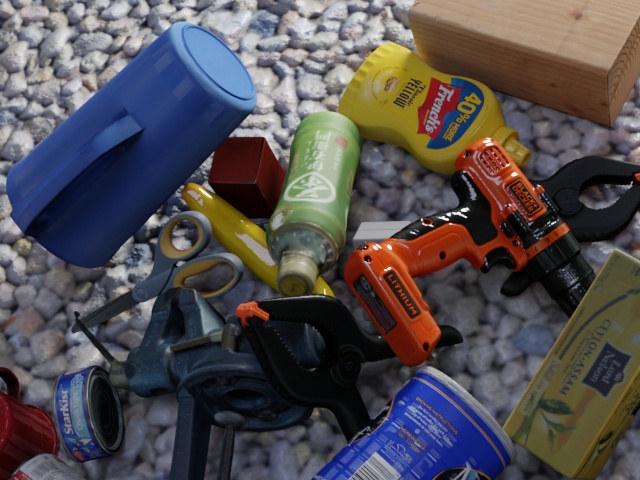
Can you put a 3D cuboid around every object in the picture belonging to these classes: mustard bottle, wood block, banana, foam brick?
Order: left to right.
[{"bbox_3d":[-0.071,-0.061,1.050,0.051,0.078,0.053,3,65,17],"label":"foam brick"},{"bbox_3d":[-0.052,0.012,1.008,0.198,0.069,0.037,37,72,23],"label":"banana"},{"bbox_3d":[0.117,-0.117,1.031,0.192,0.058,0.096,30,76,28],"label":"mustard bottle"},{"bbox_3d":[0.200,-0.198,1.027,0.206,0.090,0.090,23,72,26],"label":"wood block"}]

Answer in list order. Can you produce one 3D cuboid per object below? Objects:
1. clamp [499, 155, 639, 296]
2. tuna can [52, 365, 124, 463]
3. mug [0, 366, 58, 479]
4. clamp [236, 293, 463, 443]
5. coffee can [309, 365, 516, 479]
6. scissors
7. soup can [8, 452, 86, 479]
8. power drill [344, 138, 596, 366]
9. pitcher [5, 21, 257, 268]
[{"bbox_3d":[0.214,-0.036,0.966,0.171,0.039,0.120,-27,77,0],"label":"clamp"},{"bbox_3d":[-0.211,0.158,0.978,0.034,0.086,0.086,-13,61,9],"label":"tuna can"},{"bbox_3d":[-0.305,0.175,1.001,0.093,0.081,0.117,-5,63,15],"label":"mug"},{"bbox_3d":[0.017,0.116,0.887,0.036,0.209,0.164,-12,56,59],"label":"clamp"},{"bbox_3d":[0.068,0.183,0.832,0.140,0.103,0.103,-43,60,-13],"label":"coffee can"},{"bbox_3d":[-0.170,0.030,1.028,0.202,0.016,0.096,-11,103,20],"label":"scissors"},{"bbox_3d":[-0.226,0.242,0.950,0.102,0.068,0.068,27,75,28],"label":"soup can"},{"bbox_3d":[0.129,0.026,0.892,0.187,0.057,0.184,-32,79,-23],"label":"power drill"},{"bbox_3d":[-0.181,-0.090,1.012,0.243,0.144,0.149,-40,41,23],"label":"pitcher"}]
